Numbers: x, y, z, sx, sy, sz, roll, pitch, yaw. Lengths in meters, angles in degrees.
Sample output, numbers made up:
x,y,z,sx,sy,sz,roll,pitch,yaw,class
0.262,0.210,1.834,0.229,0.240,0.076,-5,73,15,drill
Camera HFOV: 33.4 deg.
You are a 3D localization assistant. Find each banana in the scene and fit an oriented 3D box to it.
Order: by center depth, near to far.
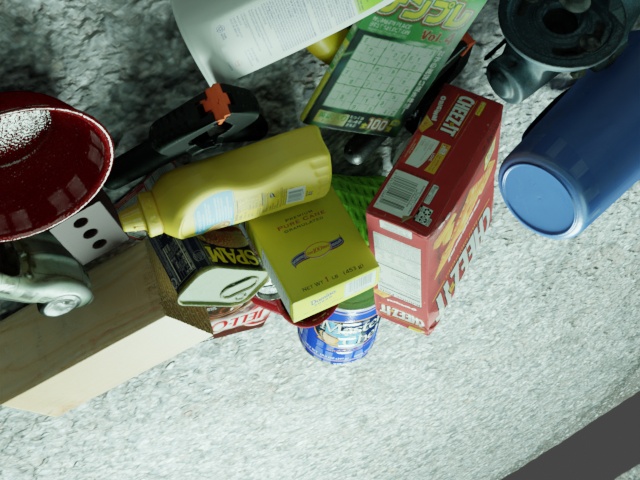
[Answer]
x,y,z,sx,sy,sz,roll,pitch,yaw,class
0.032,-0.184,0.964,0.197,0.037,0.070,-3,114,-45,banana

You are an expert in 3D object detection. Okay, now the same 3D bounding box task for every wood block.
x,y,z,sx,sy,sz,roll,pitch,yaw,class
-0.225,0.092,1.082,0.206,0.090,0.090,-28,153,18,wood block

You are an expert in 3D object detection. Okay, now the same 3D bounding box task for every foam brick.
x,y,z,sx,sy,sz,roll,pitch,yaw,class
-0.218,-0.025,0.970,0.053,0.051,0.078,-29,152,-2,foam brick

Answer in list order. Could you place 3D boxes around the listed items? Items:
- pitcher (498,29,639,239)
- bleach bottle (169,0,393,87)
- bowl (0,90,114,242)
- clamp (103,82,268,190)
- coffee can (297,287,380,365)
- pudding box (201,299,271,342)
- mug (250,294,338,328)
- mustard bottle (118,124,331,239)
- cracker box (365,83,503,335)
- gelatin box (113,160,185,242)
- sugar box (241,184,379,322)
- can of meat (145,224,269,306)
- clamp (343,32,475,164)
x,y,z,sx,sy,sz,roll,pitch,yaw,class
0.291,-0.110,1.139,0.242,0.145,0.149,-41,165,-29,pitcher
0.013,-0.204,0.832,0.251,0.068,0.102,-21,153,4,bleach bottle
-0.252,-0.069,0.862,0.162,0.055,0.162,-22,151,-13,bowl
-0.113,-0.089,0.905,0.164,0.036,0.210,-22,179,-9,clamp
0.027,0.076,1.307,0.102,0.103,0.140,-20,150,-18,coffee can
-0.106,0.075,1.250,0.113,0.039,0.090,-10,146,-33,pudding box
-0.043,0.044,1.183,0.117,0.082,0.093,-2,100,-36,mug
-0.088,-0.045,0.964,0.191,0.058,0.096,-18,162,-12,mustard bottle
0.116,-0.024,1.063,0.164,0.072,0.213,-58,160,-23,cracker box
-0.151,-0.035,1.039,0.089,0.030,0.073,-39,152,17,gelatin box
-0.023,-0.017,1.032,0.093,0.176,0.048,-23,153,-14,sugar box
-0.110,0.014,1.034,0.058,0.084,0.101,-45,151,26,can of meat
0.088,-0.140,1.043,0.120,0.039,0.172,-40,168,-37,clamp
